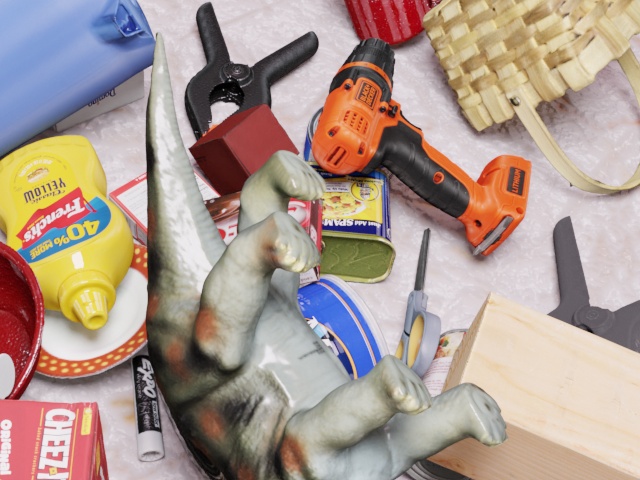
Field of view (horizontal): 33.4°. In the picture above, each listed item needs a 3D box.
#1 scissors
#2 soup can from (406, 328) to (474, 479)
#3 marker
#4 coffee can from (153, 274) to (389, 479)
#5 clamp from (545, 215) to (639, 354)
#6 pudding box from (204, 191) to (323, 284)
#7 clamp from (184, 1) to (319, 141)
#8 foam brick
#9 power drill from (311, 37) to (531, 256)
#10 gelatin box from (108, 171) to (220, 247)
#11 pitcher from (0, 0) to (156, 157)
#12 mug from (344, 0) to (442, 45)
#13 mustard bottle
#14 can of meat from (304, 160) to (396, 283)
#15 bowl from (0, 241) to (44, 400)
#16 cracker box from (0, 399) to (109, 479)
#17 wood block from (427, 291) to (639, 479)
[{"bbox_3d":[0.080,0.046,0.826,0.016,0.096,0.201,20,56,-5],"label":"scissors"},{"bbox_3d":[0.103,0.125,0.780,0.068,0.068,0.102,20,54,7],"label":"soup can"},{"bbox_3d":[-0.131,0.105,0.794,0.020,0.020,0.121,-5,54,-11],"label":"marker"},{"bbox_3d":[-0.034,0.098,0.761,0.140,0.103,0.103,-24,60,-23],"label":"coffee can"},{"bbox_3d":[0.211,0.064,0.847,0.209,0.036,0.165,-44,44,-22],"label":"clamp"},{"bbox_3d":[-0.055,0.001,0.799,0.113,0.039,0.090,-14,35,12],"label":"pudding box"},{"bbox_3d":[-0.067,-0.147,0.982,0.120,0.039,0.171,6,59,3],"label":"clamp"},{"bbox_3d":[-0.065,-0.075,0.892,0.051,0.078,0.053,-41,107,-24],"label":"foam brick"},{"bbox_3d":[0.087,-0.082,0.902,0.187,0.057,0.184,31,40,-8],"label":"power drill"},{"bbox_3d":[-0.120,-0.020,0.884,0.073,0.030,0.089,-35,67,-29],"label":"gelatin box"},{"bbox_3d":[-0.260,-0.142,0.867,0.243,0.149,0.145,-35,80,-4],"label":"pitcher"},{"bbox_3d":[0.073,-0.244,1.025,0.117,0.081,0.093,-3,47,21],"label":"mug"},{"bbox_3d":[-0.195,-0.001,0.816,0.096,0.058,0.192,-24,46,-9],"label":"mustard bottle"},{"bbox_3d":[0.009,-0.017,0.883,0.102,0.057,0.084,5,50,-5],"label":"can of meat"},{"bbox_3d":[-0.259,0.079,0.757,0.162,0.055,0.162,-7,62,12],"label":"bowl"},{"bbox_3d":[-0.239,0.156,0.651,0.213,0.164,0.072,2,55,-6],"label":"cracker box"},{"bbox_3d":[0.183,0.127,0.696,0.206,0.091,0.090,23,54,4],"label":"wood block"}]
